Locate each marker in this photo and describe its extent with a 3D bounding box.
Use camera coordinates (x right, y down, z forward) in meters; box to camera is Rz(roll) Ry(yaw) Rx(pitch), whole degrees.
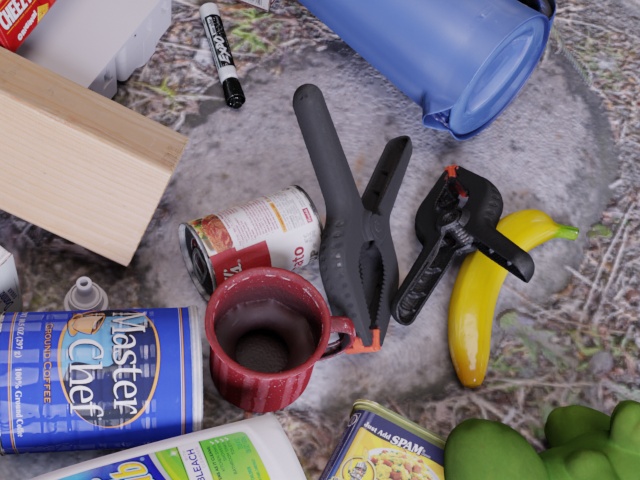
[{"bbox_3d":[-0.091,-0.172,0.998,0.020,0.020,0.121,-10,60,-14],"label":"marker"}]

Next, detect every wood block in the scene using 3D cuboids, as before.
[{"bbox_3d":[-0.219,-0.075,0.834,0.206,0.091,0.090,25,23,-8],"label":"wood block"}]

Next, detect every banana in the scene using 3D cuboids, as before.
[{"bbox_3d":[0.149,0.034,0.894,0.070,0.037,0.197,32,59,14],"label":"banana"}]

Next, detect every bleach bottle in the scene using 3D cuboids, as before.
[{"bbox_3d":[-0.133,0.189,0.689,0.250,0.068,0.103,-11,51,-22],"label":"bleach bottle"}]

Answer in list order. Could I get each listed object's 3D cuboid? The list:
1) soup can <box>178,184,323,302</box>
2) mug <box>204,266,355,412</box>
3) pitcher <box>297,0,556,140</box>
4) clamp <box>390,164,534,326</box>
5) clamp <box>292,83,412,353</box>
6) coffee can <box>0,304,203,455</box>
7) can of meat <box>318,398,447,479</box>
[{"bbox_3d":[-0.056,0.001,0.866,0.102,0.068,0.068,-21,64,-21],"label":"soup can"},{"bbox_3d":[-0.031,0.078,0.813,0.117,0.081,0.093,-7,60,-12],"label":"mug"},{"bbox_3d":[0.089,-0.219,0.993,0.243,0.145,0.149,41,25,20],"label":"pitcher"},{"bbox_3d":[0.123,-0.006,0.879,0.120,0.039,0.171,-11,41,26],"label":"clamp"},{"bbox_3d":[0.026,-0.016,0.860,0.036,0.164,0.210,-10,67,33],"label":"clamp"},{"bbox_3d":[-0.157,0.100,0.768,0.140,0.103,0.103,-1,59,-9],"label":"coffee can"},{"bbox_3d":[0.051,0.179,0.778,0.102,0.057,0.083,27,60,8],"label":"can of meat"}]
